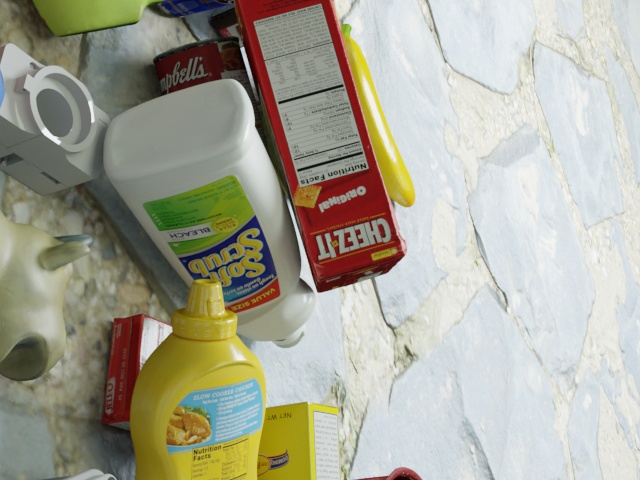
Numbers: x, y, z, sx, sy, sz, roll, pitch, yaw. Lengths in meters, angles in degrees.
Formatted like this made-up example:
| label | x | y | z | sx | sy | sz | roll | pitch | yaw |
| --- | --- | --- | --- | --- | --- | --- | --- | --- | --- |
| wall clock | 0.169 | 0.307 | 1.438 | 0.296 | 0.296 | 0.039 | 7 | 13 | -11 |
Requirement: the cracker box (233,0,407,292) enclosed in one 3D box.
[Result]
| label | x | y | z | sx | sy | sz | roll | pitch | yaw |
| --- | --- | --- | --- | --- | --- | --- | --- | --- | --- |
| cracker box | 0.000 | -0.075 | 0.789 | 0.164 | 0.072 | 0.214 | 87 | -13 | -85 |

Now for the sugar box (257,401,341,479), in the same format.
| label | x | y | z | sx | sy | sz | roll | pitch | yaw |
| --- | --- | --- | --- | --- | --- | --- | --- | --- | --- |
| sugar box | -0.031 | 0.207 | 0.745 | 0.048 | 0.093 | 0.176 | 24 | 57 | -51 |

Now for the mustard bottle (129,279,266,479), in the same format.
| label | x | y | z | sx | sy | sz | roll | pitch | yaw |
| --- | --- | --- | --- | --- | --- | --- | --- | --- | --- |
| mustard bottle | -0.078 | 0.120 | 0.681 | 0.096 | 0.058 | 0.192 | -5 | 104 | -44 |

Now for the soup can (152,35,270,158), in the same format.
| label | x | y | z | sx | sy | sz | roll | pitch | yaw |
| --- | --- | --- | --- | --- | --- | --- | --- | --- | --- |
| soup can | -0.082 | -0.096 | 0.812 | 0.068 | 0.069 | 0.102 | -18 | 94 | -58 |

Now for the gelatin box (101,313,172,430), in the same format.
| label | x | y | z | sx | sy | sz | roll | pitch | yaw |
| --- | --- | --- | --- | --- | --- | --- | --- | --- | --- |
| gelatin box | -0.107 | 0.097 | 0.730 | 0.089 | 0.030 | 0.073 | 30 | 55 | -49 |

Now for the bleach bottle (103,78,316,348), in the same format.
| label | x | y | z | sx | sy | sz | roll | pitch | yaw |
| --- | --- | --- | --- | --- | --- | --- | --- | --- | --- |
| bleach bottle | -0.055 | 0.001 | 0.752 | 0.250 | 0.103 | 0.068 | 62 | 17 | -50 |
